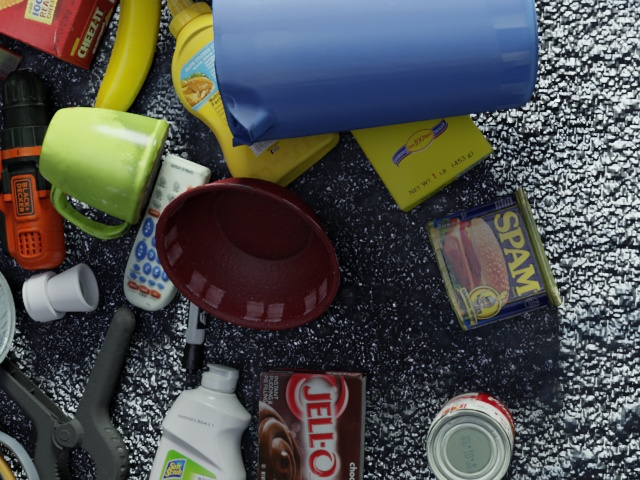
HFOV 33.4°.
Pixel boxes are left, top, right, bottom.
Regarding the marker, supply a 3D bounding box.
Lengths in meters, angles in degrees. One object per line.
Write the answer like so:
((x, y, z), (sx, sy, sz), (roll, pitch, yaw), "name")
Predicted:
((-0.110, 0.060, 0.959), (0.020, 0.020, 0.121), (7, 91, 12), "marker")

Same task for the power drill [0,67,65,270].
((-0.329, -0.058, 0.985), (0.188, 0.057, 0.184), (-6, 89, 12), "power drill")

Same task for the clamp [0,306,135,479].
((-0.235, 0.171, 0.976), (0.165, 0.036, 0.210), (-7, 89, 18), "clamp")

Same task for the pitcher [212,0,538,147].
((0.039, -0.157, 0.834), (0.243, 0.145, 0.149), (-4, 97, 2), "pitcher")

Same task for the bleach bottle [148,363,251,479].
((-0.105, 0.236, 0.937), (0.102, 0.068, 0.251), (13, 90, 11), "bleach bottle")

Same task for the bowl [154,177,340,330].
((-0.056, 0.001, 0.906), (0.162, 0.055, 0.162), (10, 132, 11), "bowl")

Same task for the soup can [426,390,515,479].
((0.123, 0.162, 0.867), (0.068, 0.102, 0.068), (0, 90, 12), "soup can")

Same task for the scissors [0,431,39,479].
((-0.331, 0.179, 1.004), (0.202, 0.016, 0.096), (43, 118, 23), "scissors")

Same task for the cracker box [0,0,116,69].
((-0.281, -0.273, 0.969), (0.214, 0.072, 0.164), (25, 94, 11), "cracker box")

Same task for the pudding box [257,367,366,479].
((-0.007, 0.169, 0.927), (0.090, 0.039, 0.113), (1, 90, 11), "pudding box")

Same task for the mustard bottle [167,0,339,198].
((-0.074, -0.137, 0.931), (0.096, 0.058, 0.191), (-37, 83, 15), "mustard bottle")

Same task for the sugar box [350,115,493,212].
((0.061, -0.122, 0.909), (0.093, 0.048, 0.176), (-34, 85, 9), "sugar box")

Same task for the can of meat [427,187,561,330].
((0.144, 0.017, 0.887), (0.084, 0.057, 0.102), (-18, 86, 14), "can of meat")

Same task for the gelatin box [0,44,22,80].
((-0.323, -0.178, 0.968), (0.073, 0.089, 0.030), (27, 94, 10), "gelatin box")

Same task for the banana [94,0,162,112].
((-0.172, -0.197, 0.944), (0.037, 0.069, 0.198), (35, 130, 49), "banana")
